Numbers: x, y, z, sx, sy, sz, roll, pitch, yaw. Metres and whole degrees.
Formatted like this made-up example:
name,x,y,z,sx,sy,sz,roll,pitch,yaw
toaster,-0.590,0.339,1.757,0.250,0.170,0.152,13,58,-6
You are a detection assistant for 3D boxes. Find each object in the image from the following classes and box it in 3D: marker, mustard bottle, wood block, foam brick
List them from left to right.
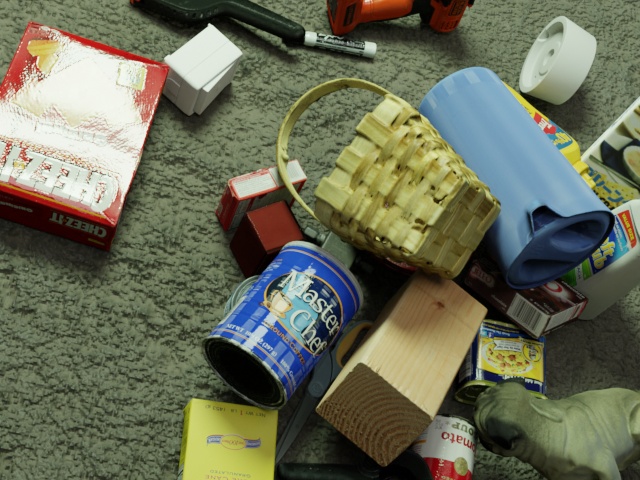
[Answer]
name,x,y,z,sx,sy,sz,roll,pitch,yaw
foam brick,-0.058,0.001,1.160,0.052,0.078,0.051,-21,72,-28
marker,0.010,-0.249,1.340,0.121,0.020,0.020,8,63,-14
wood block,0.089,0.121,1.096,0.091,0.090,0.205,39,36,2
mustard bottle,0.259,-0.121,1.312,0.192,0.058,0.096,43,41,20

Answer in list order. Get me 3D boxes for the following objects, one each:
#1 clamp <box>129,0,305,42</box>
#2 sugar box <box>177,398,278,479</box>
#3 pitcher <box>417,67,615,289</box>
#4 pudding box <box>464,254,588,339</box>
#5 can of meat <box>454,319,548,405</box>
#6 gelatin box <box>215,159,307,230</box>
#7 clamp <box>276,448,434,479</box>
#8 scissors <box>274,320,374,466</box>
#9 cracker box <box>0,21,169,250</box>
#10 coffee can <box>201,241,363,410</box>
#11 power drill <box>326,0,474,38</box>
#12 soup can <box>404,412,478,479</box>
name,x,y,z,sx,sy,sz,roll,pitch,yaw
clamp,-0.129,-0.314,1.315,0.209,0.036,0.164,1,56,-13
sugar box,-0.094,0.249,1.044,0.093,0.048,0.176,9,61,-14
pitcher,0.211,-0.072,1.200,0.144,0.149,0.243,-10,56,-30
pudding box,0.234,0.057,1.216,0.089,0.039,0.114,-16,48,-45
can of meat,0.202,0.140,1.189,0.102,0.058,0.084,14,59,-12
gelatin box,-0.067,-0.051,1.185,0.089,0.073,0.030,-19,71,-24
clamp,0.054,0.223,1.078,0.172,0.039,0.120,19,57,24
scissors,-0.015,0.141,1.139,0.096,0.016,0.201,47,59,6
cracker box,-0.271,-0.117,1.151,0.164,0.072,0.213,18,61,-9
coffee can,-0.037,0.084,1.070,0.103,0.103,0.140,39,60,3
power drill,0.108,-0.316,1.321,0.187,0.184,0.057,-7,66,-11
soup can,0.124,0.239,1.108,0.068,0.069,0.102,20,60,-8
